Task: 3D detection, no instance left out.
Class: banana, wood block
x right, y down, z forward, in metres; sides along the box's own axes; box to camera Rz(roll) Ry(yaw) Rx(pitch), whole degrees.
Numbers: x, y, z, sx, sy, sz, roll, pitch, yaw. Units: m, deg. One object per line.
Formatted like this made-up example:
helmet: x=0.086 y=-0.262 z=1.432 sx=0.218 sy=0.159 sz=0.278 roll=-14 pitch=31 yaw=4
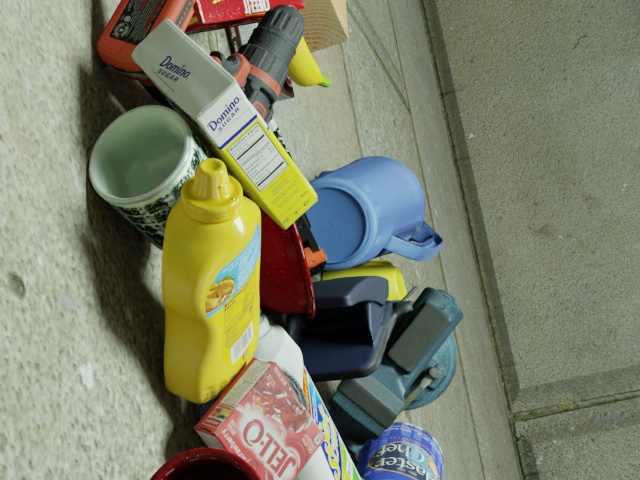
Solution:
banana: x=-0.041 y=-0.251 z=1.192 sx=0.069 sy=0.037 sz=0.198 roll=-66 pitch=139 yaw=-62
wood block: x=-0.021 y=-0.354 z=1.438 sx=0.090 sy=0.090 sz=0.206 roll=60 pitch=21 yaw=-45

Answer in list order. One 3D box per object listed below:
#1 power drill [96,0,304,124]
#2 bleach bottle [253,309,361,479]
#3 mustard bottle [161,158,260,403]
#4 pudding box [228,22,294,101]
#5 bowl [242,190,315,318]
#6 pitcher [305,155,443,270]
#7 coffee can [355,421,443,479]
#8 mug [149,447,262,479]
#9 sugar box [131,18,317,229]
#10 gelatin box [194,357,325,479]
power drill: x=-0.091 y=-0.156 z=0.888 sx=0.184 sy=0.057 sz=0.187 roll=-64 pitch=148 yaw=-12
bleach bottle: x=-0.022 y=0.177 z=0.972 sx=0.102 sy=0.068 sz=0.251 roll=-76 pitch=147 yaw=-64
mustard bottle: x=-0.076 y=0.022 z=0.756 sx=0.096 sy=0.058 sz=0.192 roll=-52 pitch=156 yaw=-43
pudding box: x=-0.067 y=-0.208 z=1.218 sx=0.113 sy=0.039 sz=0.090 roll=-7 pitch=83 yaw=-76
bowl: x=-0.056 y=0.001 z=0.957 sx=0.162 sy=0.055 sz=0.162 roll=162 pitch=-90 yaw=-81
pitcher: x=0.052 y=-0.027 z=1.304 sx=0.242 sy=0.149 sz=0.145 roll=-25 pitch=101 yaw=-73
coffee can: x=0.085 y=0.283 z=1.200 sx=0.140 sy=0.103 sz=0.103 roll=-66 pitch=140 yaw=-68
mug: x=-0.056 y=0.197 z=0.717 sx=0.081 sy=0.117 sz=0.093 roll=57 pitch=52 yaw=-64
sugar box: x=-0.070 y=-0.084 z=0.817 sx=0.093 sy=0.048 sz=0.176 roll=44 pitch=-2 yaw=33
gelatin box: x=-0.043 y=0.144 z=0.795 sx=0.073 sy=0.030 sz=0.089 roll=-48 pitch=124 yaw=-29
